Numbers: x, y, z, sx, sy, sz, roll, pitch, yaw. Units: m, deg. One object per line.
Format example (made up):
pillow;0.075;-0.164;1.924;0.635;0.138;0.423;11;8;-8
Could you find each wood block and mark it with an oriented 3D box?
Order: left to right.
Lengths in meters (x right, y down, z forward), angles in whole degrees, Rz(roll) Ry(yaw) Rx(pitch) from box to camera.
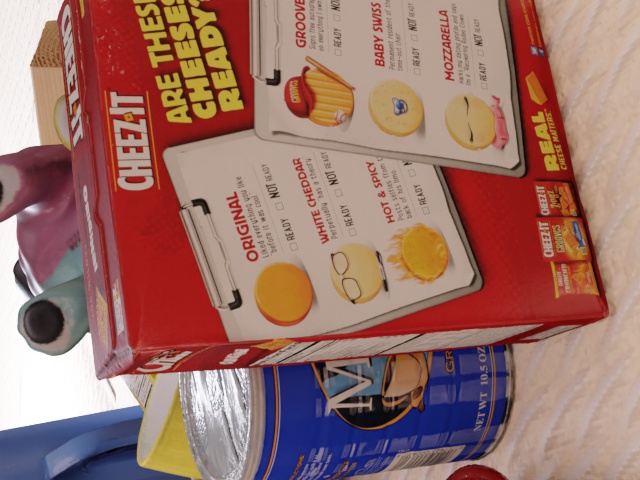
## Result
wood block;-0.201;-0.087;0.971;0.090;0.091;0.206;-93;5;-52

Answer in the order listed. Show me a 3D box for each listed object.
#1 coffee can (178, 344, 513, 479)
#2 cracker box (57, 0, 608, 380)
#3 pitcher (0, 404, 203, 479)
coffee can;0.011;0.069;0.541;0.103;0.140;0.103;178;90;-65
cracker box;0.005;-0.032;0.460;0.072;0.213;0.164;142;122;-60
pitcher;-0.168;0.186;0.809;0.145;0.242;0.149;22;112;61
